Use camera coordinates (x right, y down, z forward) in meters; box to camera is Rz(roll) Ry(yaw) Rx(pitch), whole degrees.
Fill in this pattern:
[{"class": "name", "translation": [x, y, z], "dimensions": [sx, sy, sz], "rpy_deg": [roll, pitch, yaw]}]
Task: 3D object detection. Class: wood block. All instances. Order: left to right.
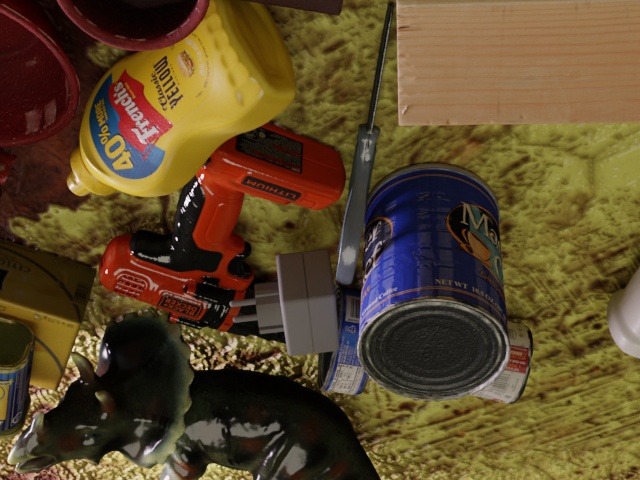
[{"class": "wood block", "translation": [0.150, -0.130, 0.645], "dimensions": [0.206, 0.090, 0.091], "rpy_deg": [0, 132, 5]}]

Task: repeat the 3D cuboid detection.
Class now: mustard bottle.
[{"class": "mustard bottle", "translation": [-0.106, -0.084, 0.711], "dimensions": [0.192, 0.096, 0.058], "rpy_deg": [-34, 162, 32]}]

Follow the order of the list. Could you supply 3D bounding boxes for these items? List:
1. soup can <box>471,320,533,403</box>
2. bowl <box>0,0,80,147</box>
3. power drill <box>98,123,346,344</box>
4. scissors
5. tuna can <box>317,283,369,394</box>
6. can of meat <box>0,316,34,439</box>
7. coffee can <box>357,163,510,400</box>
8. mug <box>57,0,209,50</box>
[{"class": "soup can", "translation": [0.113, 0.091, 0.866], "dimensions": [0.102, 0.068, 0.069], "rpy_deg": [12, 132, -6]}, {"class": "bowl", "translation": [-0.231, -0.128, 0.690], "dimensions": [0.162, 0.055, 0.162], "rpy_deg": [4, 149, 2]}, {"class": "power drill", "translation": [-0.055, 0.001, 0.806], "dimensions": [0.184, 0.057, 0.188], "rpy_deg": [19, 131, -20]}, {"class": "scissors", "translation": [0.030, -0.051, 0.731], "dimensions": [0.016, 0.096, 0.202], "rpy_deg": [9, 136, 0]}, {"class": "tuna can", "translation": [0.022, 0.079, 0.852], "dimensions": [0.033, 0.086, 0.086], "rpy_deg": [10, 133, -7]}, {"class": "can of meat", "translation": [-0.275, 0.100, 0.826], "dimensions": [0.102, 0.057, 0.084], "rpy_deg": [13, 131, -8]}, {"class": "coffee can", "translation": [0.080, 0.028, 0.761], "dimensions": [0.103, 0.140, 0.103], "rpy_deg": [3, 133, 3]}, {"class": "mug", "translation": [-0.100, -0.181, 0.625], "dimensions": [0.093, 0.081, 0.117], "rpy_deg": [22, 131, -15]}]
